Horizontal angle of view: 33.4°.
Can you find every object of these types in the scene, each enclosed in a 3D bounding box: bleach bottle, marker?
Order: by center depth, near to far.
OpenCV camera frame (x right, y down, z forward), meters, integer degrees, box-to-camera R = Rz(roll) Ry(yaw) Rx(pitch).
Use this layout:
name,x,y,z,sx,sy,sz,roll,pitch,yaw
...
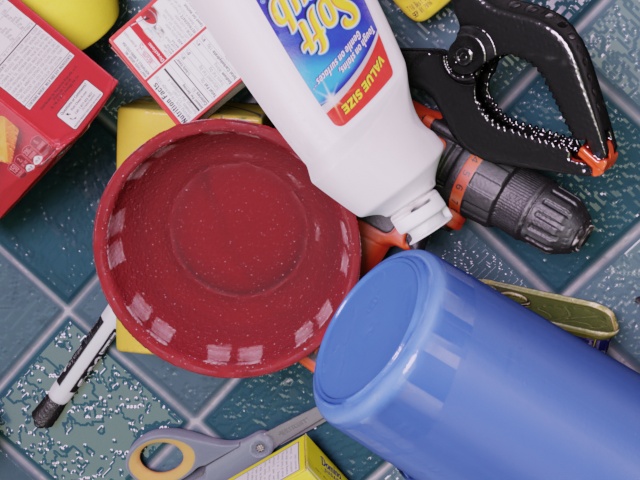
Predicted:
name,x,y,z,sx,sy,sz,roll,pitch,yaw
bleach bottle,0.000,-0.114,0.601,0.102,0.068,0.251,-33,89,-26
marker,-0.178,0.093,0.788,0.020,0.020,0.121,37,106,-3

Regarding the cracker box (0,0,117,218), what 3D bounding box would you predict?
name,x,y,z,sx,sy,sz,roll,pitch,yaw
cracker box,-0.254,-0.111,0.657,0.213,0.072,0.164,39,144,-16

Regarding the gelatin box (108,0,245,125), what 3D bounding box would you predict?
name,x,y,z,sx,sy,sz,roll,pitch,yaw
gelatin box,-0.072,-0.121,0.651,0.089,0.030,0.073,-40,90,9

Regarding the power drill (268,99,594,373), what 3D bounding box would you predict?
name,x,y,z,sx,sy,sz,roll,pitch,yaw
power drill,0.057,0.011,0.687,0.185,0.057,0.188,33,101,23

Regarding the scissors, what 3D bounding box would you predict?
name,x,y,z,sx,sy,sz,roll,pitch,yaw
scissors,-0.063,0.143,0.787,0.096,0.016,0.202,42,106,-9

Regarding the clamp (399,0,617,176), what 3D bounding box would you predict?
name,x,y,z,sx,sy,sz,roll,pitch,yaw
clamp,0.080,-0.105,0.623,0.210,0.036,0.165,49,123,9

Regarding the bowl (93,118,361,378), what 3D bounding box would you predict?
name,x,y,z,sx,sy,sz,roll,pitch,yaw
bowl,-0.054,0.001,0.658,0.162,0.055,0.162,1,105,4

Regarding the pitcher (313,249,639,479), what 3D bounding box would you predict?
name,x,y,z,sx,sy,sz,roll,pitch,yaw
pitcher,0.112,0.112,0.624,0.242,0.145,0.149,33,95,-22
